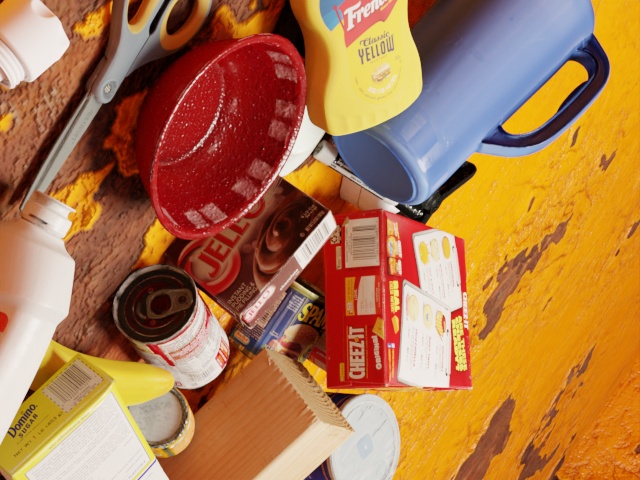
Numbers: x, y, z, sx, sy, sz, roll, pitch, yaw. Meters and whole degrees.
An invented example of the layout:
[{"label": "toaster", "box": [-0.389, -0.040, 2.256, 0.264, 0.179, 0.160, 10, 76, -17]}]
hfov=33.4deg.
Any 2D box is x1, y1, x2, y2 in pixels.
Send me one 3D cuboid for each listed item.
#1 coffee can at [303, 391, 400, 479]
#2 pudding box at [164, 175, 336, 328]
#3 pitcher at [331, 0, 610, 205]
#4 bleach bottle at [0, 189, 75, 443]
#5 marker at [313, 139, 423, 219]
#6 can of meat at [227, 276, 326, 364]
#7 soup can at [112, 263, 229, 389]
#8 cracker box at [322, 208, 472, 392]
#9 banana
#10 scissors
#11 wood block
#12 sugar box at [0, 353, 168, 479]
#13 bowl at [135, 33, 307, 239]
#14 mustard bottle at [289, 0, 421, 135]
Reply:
[{"label": "coffee can", "box": [-0.006, 0.201, 1.073, 0.102, 0.141, 0.103, 3, 85, -46]}, {"label": "pudding box", "box": [-0.056, 0.001, 0.860, 0.113, 0.090, 0.039, -48, 154, -12]}, {"label": "pitcher", "box": [0.132, -0.141, 0.948, 0.242, 0.149, 0.145, -47, 125, -19]}, {"label": "bleach bottle", "box": [-0.230, 0.082, 0.659, 0.251, 0.103, 0.068, -63, 158, -6]}, {"label": "marker", "box": [0.046, -0.054, 0.983, 0.121, 0.020, 0.020, 31, 90, -22]}, {"label": "can of meat", "box": [-0.034, 0.078, 1.026, 0.084, 0.057, 0.102, -57, 153, 2]}, {"label": "soup can", "box": [-0.117, 0.072, 0.859, 0.068, 0.069, 0.102, -51, 153, -16]}, {"label": "cracker box", "box": [0.079, 0.067, 1.059, 0.213, 0.072, 0.164, 15, 71, -61]}, {"label": "banana", "box": [-0.179, 0.086, 0.768, 0.069, 0.037, 0.197, -33, 142, 6]}, {"label": "scissors", "box": [-0.129, -0.106, 0.709, 0.096, 0.016, 0.202, 3, 115, -61]}, {"label": "wood block", "box": [-0.083, 0.205, 0.973, 0.206, 0.091, 0.090, -43, 154, 7]}, {"label": "sugar box", "box": [-0.170, 0.169, 0.777, 0.093, 0.048, 0.176, -43, 148, -24]}, {"label": "bowl", "box": [-0.081, -0.083, 0.772, 0.161, 0.055, 0.162, -41, 149, -32]}, {"label": "mustard bottle", "box": [0.024, -0.180, 0.790, 0.096, 0.058, 0.191, -27, 128, -22]}]
